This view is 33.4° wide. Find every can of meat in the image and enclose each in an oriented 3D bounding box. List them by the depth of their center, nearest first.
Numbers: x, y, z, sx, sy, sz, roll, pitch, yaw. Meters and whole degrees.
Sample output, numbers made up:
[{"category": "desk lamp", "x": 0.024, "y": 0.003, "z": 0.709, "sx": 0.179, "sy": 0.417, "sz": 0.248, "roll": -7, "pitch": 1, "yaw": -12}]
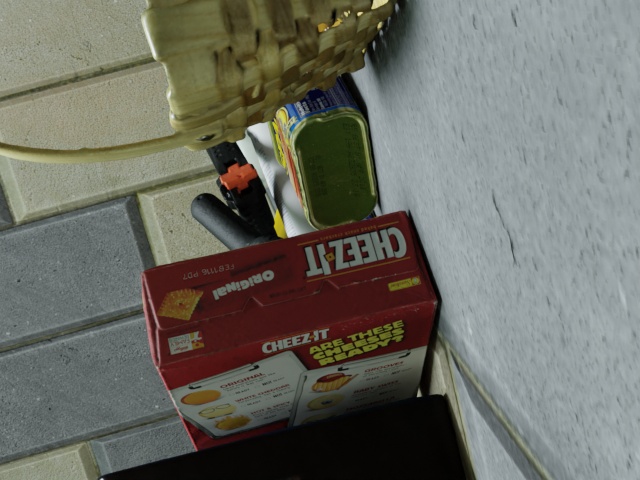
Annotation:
[{"category": "can of meat", "x": 0.000, "y": -0.069, "z": 0.733, "sx": 0.084, "sy": 0.057, "sz": 0.102, "roll": -114, "pitch": 9, "yaw": -47}]

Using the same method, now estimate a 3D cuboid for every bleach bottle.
[{"category": "bleach bottle", "x": 0.004, "y": 0.002, "z": 0.894, "sx": 0.102, "sy": 0.068, "sz": 0.251, "roll": 117, "pitch": 135, "yaw": -84}]

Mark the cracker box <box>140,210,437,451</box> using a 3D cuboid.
[{"category": "cracker box", "x": -0.017, "y": 0.070, "z": 0.699, "sx": 0.214, "sy": 0.164, "sz": 0.072, "roll": 86, "pitch": 169, "yaw": -63}]

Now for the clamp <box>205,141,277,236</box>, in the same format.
[{"category": "clamp", "x": -0.065, "y": -0.038, "z": 0.934, "sx": 0.164, "sy": 0.036, "sz": 0.210, "roll": 63, "pitch": 176, "yaw": -6}]

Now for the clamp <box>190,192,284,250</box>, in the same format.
[{"category": "clamp", "x": -0.031, "y": 0.029, "z": 0.835, "sx": 0.172, "sy": 0.039, "sz": 0.120, "roll": 33, "pitch": 167, "yaw": 50}]
